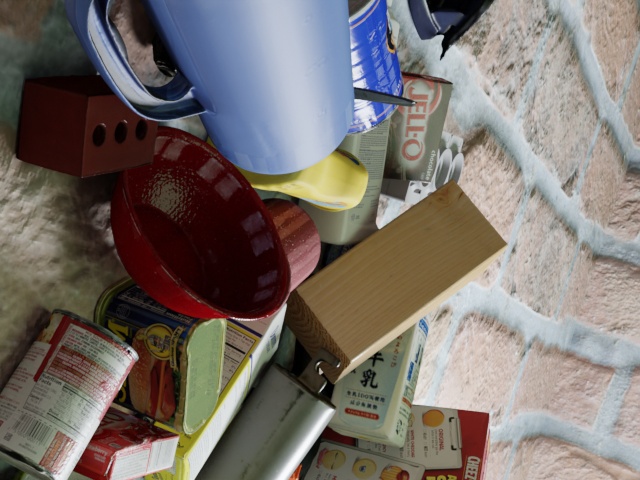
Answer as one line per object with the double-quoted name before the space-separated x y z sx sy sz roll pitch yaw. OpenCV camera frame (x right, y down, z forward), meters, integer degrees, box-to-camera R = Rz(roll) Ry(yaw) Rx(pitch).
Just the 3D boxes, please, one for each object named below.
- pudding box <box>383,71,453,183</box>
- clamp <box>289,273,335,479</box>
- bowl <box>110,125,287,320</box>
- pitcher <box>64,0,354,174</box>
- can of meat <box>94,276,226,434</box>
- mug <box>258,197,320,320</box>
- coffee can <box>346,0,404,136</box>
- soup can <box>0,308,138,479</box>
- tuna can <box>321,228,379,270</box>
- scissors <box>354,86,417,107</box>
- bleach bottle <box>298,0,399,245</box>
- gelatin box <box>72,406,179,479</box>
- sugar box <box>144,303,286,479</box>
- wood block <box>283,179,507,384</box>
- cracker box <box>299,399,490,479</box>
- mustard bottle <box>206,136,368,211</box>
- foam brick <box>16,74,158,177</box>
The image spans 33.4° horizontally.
"pudding box" 0.083 -0.121 1.125 0.090 0.039 0.113 5 109 -20
"clamp" -0.015 0.149 1.103 0.209 0.036 0.164 -67 151 -48
"bowl" -0.099 -0.002 0.778 0.055 0.162 0.161 -34 174 28
"pitcher" -0.051 -0.138 0.656 0.243 0.149 0.145 75 15 -61
"can of meat" -0.122 0.089 0.817 0.057 0.084 0.102 -35 137 -55
"mug" -0.056 0.001 0.917 0.117 0.093 0.081 64 29 -7
"coffee can" 0.012 -0.171 0.907 0.102 0.103 0.140 -61 155 -24
"soup can" -0.178 0.107 0.725 0.102 0.069 0.068 -62 155 -21
"tuna can" 0.035 0.021 1.187 0.086 0.034 0.086 -47 146 -45
"scissors" 0.009 -0.105 0.823 0.016 0.202 0.096 -49 141 -16
"bleach bottle" 0.037 -0.125 1.052 0.102 0.068 0.251 -11 114 -64
"gelatin box" -0.159 0.150 0.792 0.089 0.073 0.030 6 100 -66
"sugar box" -0.093 0.132 0.945 0.176 0.048 0.093 -60 171 -33
"wood block" 0.072 0.040 1.065 0.205 0.091 0.090 -35 169 -21
"cracker box" 0.070 0.261 1.168 0.072 0.214 0.164 78 22 -45
"mustard bottle" -0.012 -0.061 0.924 0.191 0.096 0.058 15 91 -63
"foam brick" -0.147 -0.075 0.684 0.078 0.051 0.053 -23 126 -61
